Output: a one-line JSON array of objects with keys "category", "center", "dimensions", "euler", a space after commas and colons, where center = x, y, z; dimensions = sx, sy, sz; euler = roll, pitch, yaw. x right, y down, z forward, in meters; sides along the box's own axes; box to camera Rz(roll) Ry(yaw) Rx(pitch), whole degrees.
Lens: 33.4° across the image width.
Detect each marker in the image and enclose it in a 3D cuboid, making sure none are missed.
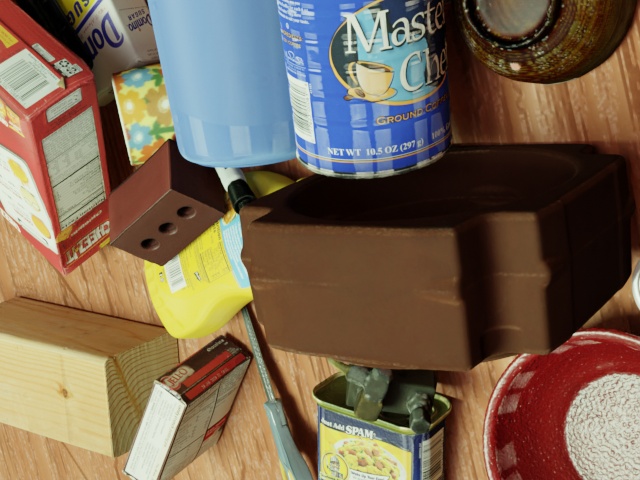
[{"category": "marker", "center": [-0.072, -0.059, 0.798], "dimensions": [0.020, 0.020, 0.121], "euler": [-64, 36, 31]}]

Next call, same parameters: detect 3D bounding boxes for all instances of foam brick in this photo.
[{"category": "foam brick", "center": [-0.117, -0.027, 0.808], "dimensions": [0.078, 0.052, 0.051], "euler": [-38, 43, 30]}]

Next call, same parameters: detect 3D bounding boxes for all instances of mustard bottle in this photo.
[{"category": "mustard bottle", "center": [-0.055, 0.001, 0.815], "dimensions": [0.192, 0.058, 0.096], "euler": [-29, 67, 38]}]

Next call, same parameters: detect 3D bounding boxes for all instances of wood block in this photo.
[{"category": "wood block", "center": [-0.233, 0.118, 0.963], "dimensions": [0.206, 0.090, 0.091], "euler": [8, 108, 34]}]

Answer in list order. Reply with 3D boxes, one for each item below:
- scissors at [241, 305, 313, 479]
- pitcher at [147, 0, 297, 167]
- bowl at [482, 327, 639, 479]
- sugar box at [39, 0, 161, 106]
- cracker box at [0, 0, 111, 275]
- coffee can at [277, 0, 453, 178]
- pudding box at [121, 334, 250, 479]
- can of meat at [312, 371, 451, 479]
[{"category": "scissors", "center": [-0.030, 0.147, 0.844], "dimensions": [0.096, 0.016, 0.202], "euler": [-164, 59, -74]}, {"category": "pitcher", "center": [-0.063, -0.180, 0.735], "dimensions": [0.145, 0.149, 0.243], "euler": [0, 108, 20]}, {"category": "bowl", "center": [0.187, 0.132, 0.676], "dimensions": [0.162, 0.055, 0.162], "euler": [3, 96, 35]}, {"category": "sugar box", "center": [-0.198, -0.204, 0.864], "dimensions": [0.094, 0.048, 0.176], "euler": [-26, 87, 38]}, {"category": "cracker box", "center": [-0.246, -0.094, 0.867], "dimensions": [0.164, 0.072, 0.214], "euler": [40, 152, 20]}, {"category": "coffee can", "center": [0.027, -0.123, 0.657], "dimensions": [0.103, 0.102, 0.140], "euler": [12, 123, 33]}, {"category": "pudding box", "center": [-0.110, 0.143, 0.880], "dimensions": [0.039, 0.089, 0.114], "euler": [33, 124, 18]}, {"category": "can of meat", "center": [0.045, 0.154, 0.795], "dimensions": [0.102, 0.057, 0.084], "euler": [13, 114, 33]}]
